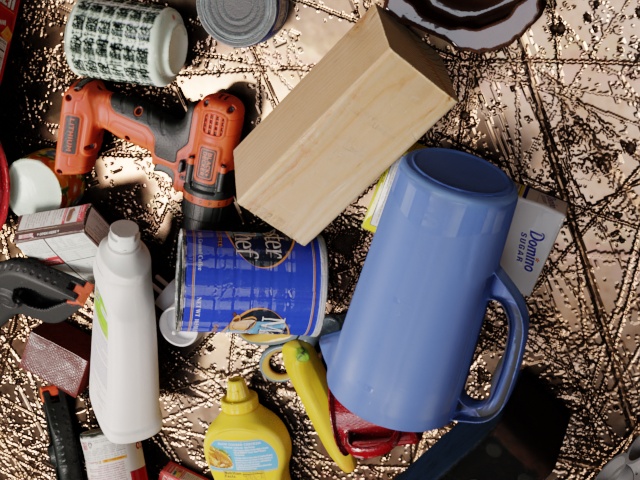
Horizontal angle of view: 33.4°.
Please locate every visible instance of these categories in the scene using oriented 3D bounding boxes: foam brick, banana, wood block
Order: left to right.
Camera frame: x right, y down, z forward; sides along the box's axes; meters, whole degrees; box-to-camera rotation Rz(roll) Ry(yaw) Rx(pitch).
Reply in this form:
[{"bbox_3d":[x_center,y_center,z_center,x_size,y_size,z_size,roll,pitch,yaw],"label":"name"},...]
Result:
[{"bbox_3d":[-0.291,0.131,1.211,0.078,0.051,0.053,28,113,7],"label":"foam brick"},{"bbox_3d":[-0.004,0.164,1.114,0.037,0.069,0.197,-19,130,5],"label":"banana"},{"bbox_3d":[0.018,-0.105,0.998,0.090,0.091,0.206,33,118,-28],"label":"wood block"}]

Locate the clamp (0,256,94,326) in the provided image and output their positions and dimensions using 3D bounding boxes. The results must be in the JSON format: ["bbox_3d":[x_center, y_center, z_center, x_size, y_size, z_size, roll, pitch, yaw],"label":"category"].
[{"bbox_3d":[-0.334,0.059,1.166,0.210,0.036,0.164,7,142,22],"label":"clamp"}]

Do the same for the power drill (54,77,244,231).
[{"bbox_3d":[-0.176,-0.081,1.099,0.188,0.057,0.184,16,114,7],"label":"power drill"}]

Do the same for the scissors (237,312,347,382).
[{"bbox_3d":[0.008,0.106,1.127,0.202,0.016,0.096,0,109,18],"label":"scissors"}]

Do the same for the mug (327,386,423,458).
[{"bbox_3d":[0.057,0.176,1.083,0.081,0.117,0.093,-8,117,15],"label":"mug"}]

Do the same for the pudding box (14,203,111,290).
[{"bbox_3d":[-0.258,0.011,1.138,0.090,0.039,0.113,-9,145,19],"label":"pudding box"}]

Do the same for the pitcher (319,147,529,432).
[{"bbox_3d":[0.105,0.048,0.972,0.149,0.145,0.243,3,119,-21],"label":"pitcher"}]

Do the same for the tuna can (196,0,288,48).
[{"bbox_3d":[-0.076,-0.230,1.032,0.086,0.033,0.086,6,109,16],"label":"tuna can"}]

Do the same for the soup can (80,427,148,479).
[{"bbox_3d":[-0.232,0.263,1.215,0.069,0.068,0.102,-12,87,21],"label":"soup can"}]

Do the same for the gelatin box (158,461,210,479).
[{"bbox_3d":[-0.160,0.311,1.241,0.073,0.030,0.089,24,113,9],"label":"gelatin box"}]

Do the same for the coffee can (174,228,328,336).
[{"bbox_3d":[-0.070,0.042,1.055,0.140,0.103,0.103,3,111,-11],"label":"coffee can"}]

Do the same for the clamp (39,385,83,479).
[{"bbox_3d":[-0.299,0.252,1.246,0.120,0.039,0.171,-16,83,64],"label":"clamp"}]

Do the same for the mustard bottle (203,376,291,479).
[{"bbox_3d":[-0.078,0.241,1.175,0.096,0.058,0.191,-3,107,17],"label":"mustard bottle"}]

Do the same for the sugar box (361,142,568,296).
[{"bbox_3d":[0.138,-0.024,1.026,0.176,0.048,0.093,23,115,6],"label":"sugar box"}]

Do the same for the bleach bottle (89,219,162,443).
[{"bbox_3d":[-0.203,0.091,1.110,0.103,0.068,0.251,53,145,42],"label":"bleach bottle"}]
